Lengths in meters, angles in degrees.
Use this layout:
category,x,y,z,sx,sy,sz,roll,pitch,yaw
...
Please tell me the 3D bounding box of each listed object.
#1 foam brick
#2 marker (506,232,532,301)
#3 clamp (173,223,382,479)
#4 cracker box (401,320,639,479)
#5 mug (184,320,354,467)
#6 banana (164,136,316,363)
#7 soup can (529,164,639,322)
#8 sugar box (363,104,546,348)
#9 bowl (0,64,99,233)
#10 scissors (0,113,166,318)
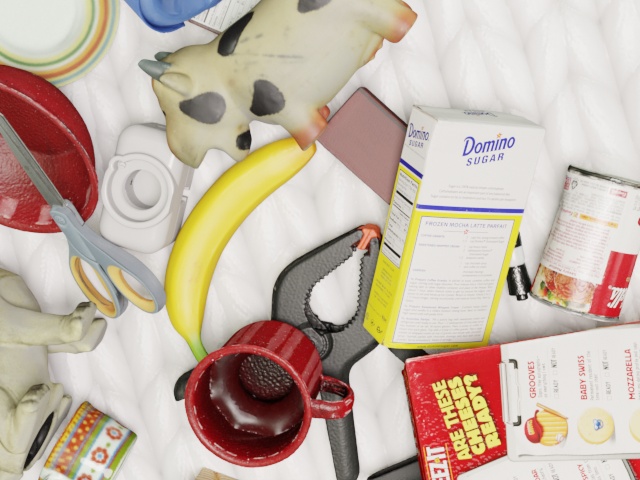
category,x,y,z,sx,sy,sz,roll,pitch,yaw
foam brick,0.043,-0.072,0.803,0.078,0.053,0.051,42,100,1
marker,0.141,-0.013,0.815,0.020,0.020,0.121,-13,96,8
clamp,0.002,0.086,0.838,0.164,0.036,0.210,34,104,1
cracker box,0.178,0.151,0.772,0.213,0.072,0.164,-10,76,-1
mug,-0.032,0.109,0.787,0.117,0.081,0.093,5,105,10
banana,-0.074,-0.004,0.834,0.069,0.037,0.198,27,98,4
soup can,0.200,0.001,0.786,0.068,0.068,0.102,15,99,4
sugar box,0.095,-0.007,0.776,0.093,0.048,0.176,2,110,-25
bowl,-0.233,-0.079,0.811,0.162,0.055,0.162,13,140,11
scissors,-0.173,-0.010,0.794,0.096,0.016,0.202,14,139,27
